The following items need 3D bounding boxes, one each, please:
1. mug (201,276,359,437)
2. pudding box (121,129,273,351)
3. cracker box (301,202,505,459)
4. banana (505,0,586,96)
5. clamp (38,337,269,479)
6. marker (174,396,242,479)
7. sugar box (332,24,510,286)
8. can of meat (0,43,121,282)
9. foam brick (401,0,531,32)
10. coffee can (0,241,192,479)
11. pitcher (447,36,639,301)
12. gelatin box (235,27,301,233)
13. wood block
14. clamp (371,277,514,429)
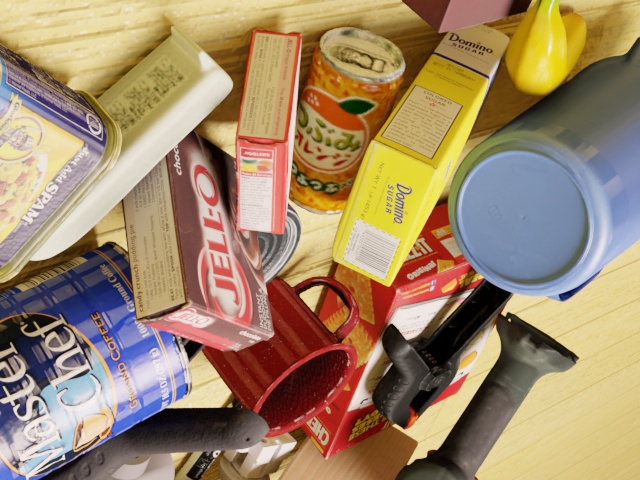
[{"bbox_3d":[-0.025,0.072,0.768,0.117,0.082,0.093,-43,151,2],"label":"mug"},{"bbox_3d":[-0.069,-0.002,0.585,0.039,0.113,0.090,-21,157,19],"label":"pudding box"},{"bbox_3d":[0.073,0.069,0.894,0.163,0.072,0.214,-19,144,-35],"label":"cracker box"},{"bbox_3d":[0.151,-0.126,0.698,0.070,0.037,0.197,-55,171,12],"label":"banana"},{"bbox_3d":[-0.126,0.118,0.668,0.210,0.165,0.036,-32,117,-2],"label":"clamp"},{"bbox_3d":[-0.084,0.160,0.880,0.020,0.020,0.121,5,127,-53],"label":"marker"},{"bbox_3d":[0.066,-0.060,0.658,0.176,0.048,0.093,-53,167,-48],"label":"sugar box"},{"bbox_3d":[-0.156,-0.038,0.487,0.102,0.057,0.083,-47,148,7],"label":"can of meat"},{"bbox_3d":[0.088,-0.162,0.622,0.078,0.051,0.053,-20,145,-34],"label":"foam brick"},{"bbox_3d":[-0.157,0.075,0.590,0.140,0.103,0.103,-28,148,-25],"label":"coffee can"},{"bbox_3d":[0.185,-0.038,0.754,0.145,0.149,0.242,-30,180,37],"label":"pitcher"},{"bbox_3d":[-0.030,-0.060,0.585,0.030,0.089,0.073,5,141,-1],"label":"gelatin box"},{"bbox_3d":[-0.002,0.240,0.928,0.205,0.091,0.090,-48,166,-54],"label":"wood block"},{"bbox_3d":[0.089,0.088,0.824,0.120,0.039,0.171,-23,153,-19],"label":"clamp"}]
